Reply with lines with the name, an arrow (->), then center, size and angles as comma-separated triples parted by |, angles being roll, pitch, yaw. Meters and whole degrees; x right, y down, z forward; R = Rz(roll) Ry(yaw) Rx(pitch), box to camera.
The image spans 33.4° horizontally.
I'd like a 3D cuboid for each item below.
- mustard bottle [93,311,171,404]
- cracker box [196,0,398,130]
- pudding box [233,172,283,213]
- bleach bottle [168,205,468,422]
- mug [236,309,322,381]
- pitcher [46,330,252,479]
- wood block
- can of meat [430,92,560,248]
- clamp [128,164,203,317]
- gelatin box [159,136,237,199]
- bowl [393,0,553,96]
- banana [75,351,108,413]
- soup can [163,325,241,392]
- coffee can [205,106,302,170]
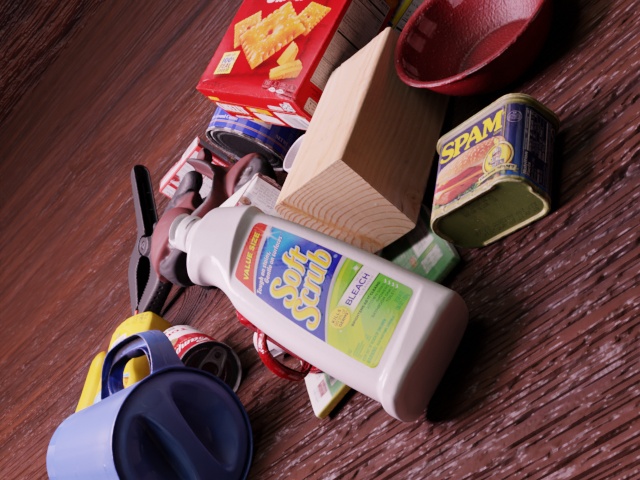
mustard bottle -> -0.224, 0.178, 1.217 | 0.096, 0.058, 0.191 | -37, 30, 36
cracker box -> -0.016, -0.226, 1.117 | 0.164, 0.072, 0.213 | 17, 77, 46
pudding box -> -0.057, 0.001, 1.072 | 0.113, 0.090, 0.039 | -57, 3, 0
bleach bottle -> -0.018, 0.041, 0.816 | 0.251, 0.068, 0.102 | 23, 75, 29
mug -> -0.021, 0.063, 0.903 | 0.093, 0.081, 0.117 | -30, 33, 49
pitcher -> -0.177, 0.191, 1.017 | 0.243, 0.145, 0.149 | -24, 32, 56
wood block -> 0.044, -0.086, 0.959 | 0.090, 0.090, 0.206 | -34, 25, 39
can of meat -> 0.133, -0.050, 0.820 | 0.102, 0.057, 0.084 | -32, 36, 45
clamp -> -0.202, 0.003, 1.337 | 0.165, 0.036, 0.210 | -2, 82, 55
gelatin box -> -0.157, -0.081, 1.396 | 0.089, 0.073, 0.030 | -47, 24, 23
bowl -> 0.145, -0.180, 0.938 | 0.162, 0.055, 0.162 | -29, 36, 24
banana -> -0.289, 0.212, 1.325 | 0.070, 0.037, 0.197 | -31, 35, 43
soup can -> -0.128, 0.126, 1.086 | 0.068, 0.068, 0.102 | -60, 23, -7
coffee can -> -0.059, -0.166, 1.235 | 0.103, 0.102, 0.140 | -2, 63, 62
